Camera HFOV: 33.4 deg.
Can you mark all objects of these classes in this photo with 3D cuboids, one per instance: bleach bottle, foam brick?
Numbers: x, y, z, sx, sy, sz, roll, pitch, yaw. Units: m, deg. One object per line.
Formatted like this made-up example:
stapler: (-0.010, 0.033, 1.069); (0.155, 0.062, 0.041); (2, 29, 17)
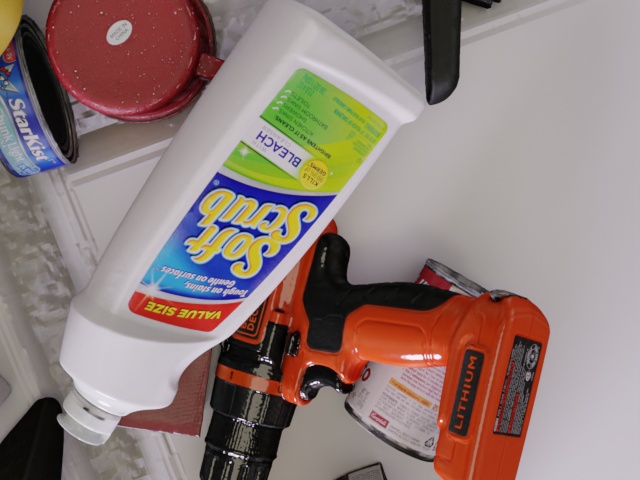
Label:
bleach bottle: (-0.054, 0.001, 0.570); (0.102, 0.068, 0.251); (32, 93, -32)
foam brick: (-0.090, 0.069, 0.633); (0.051, 0.053, 0.078); (8, 98, -4)

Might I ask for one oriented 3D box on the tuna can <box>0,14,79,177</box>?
tuna can: (-0.165, -0.079, 0.591); (0.034, 0.086, 0.086); (-16, 99, 0)

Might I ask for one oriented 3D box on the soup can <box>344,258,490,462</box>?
soup can: (0.067, 0.071, 0.635); (0.068, 0.068, 0.102); (29, 96, -7)

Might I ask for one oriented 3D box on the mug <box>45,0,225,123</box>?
mug: (-0.094, -0.106, 0.593); (0.117, 0.081, 0.093); (21, 96, -6)

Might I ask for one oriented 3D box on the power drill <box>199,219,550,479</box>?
power drill: (0.020, 0.080, 0.586); (0.188, 0.057, 0.184); (13, 88, 35)
